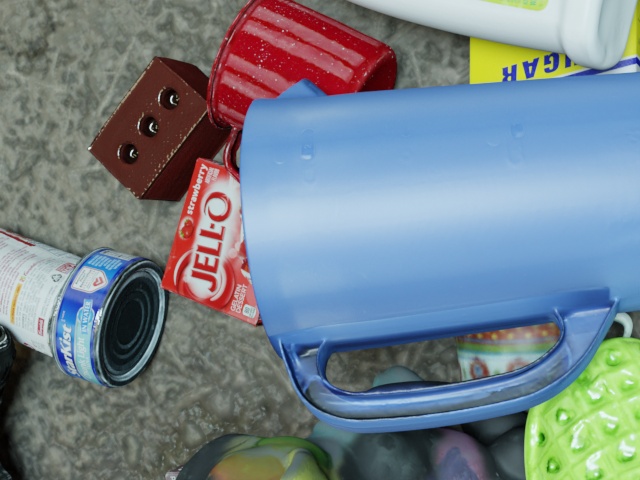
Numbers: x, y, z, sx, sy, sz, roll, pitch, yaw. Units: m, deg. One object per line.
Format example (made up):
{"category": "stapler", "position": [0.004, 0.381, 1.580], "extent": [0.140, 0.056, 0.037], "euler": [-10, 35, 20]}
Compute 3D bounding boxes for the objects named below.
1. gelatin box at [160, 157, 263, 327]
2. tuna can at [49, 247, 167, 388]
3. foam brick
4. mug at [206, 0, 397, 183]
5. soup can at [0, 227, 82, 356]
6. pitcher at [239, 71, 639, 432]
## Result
{"category": "gelatin box", "position": [-0.054, 0.001, 0.675], "extent": [0.073, 0.030, 0.089], "euler": [20, 97, 21]}
{"category": "tuna can", "position": [-0.132, 0.049, 0.676], "extent": [0.034, 0.086, 0.086], "euler": [13, 94, 20]}
{"category": "foam brick", "position": [-0.097, -0.070, 0.681], "extent": [0.053, 0.051, 0.078], "euler": [43, 104, 17]}
{"category": "mug", "position": [-0.013, -0.081, 0.626], "extent": [0.081, 0.093, 0.117], "euler": [28, 89, 15]}
{"category": "soup can", "position": [-0.198, 0.033, 0.713], "extent": [0.102, 0.068, 0.068], "euler": [19, 96, 20]}
{"category": "pitcher", "position": [0.089, -0.007, 0.514], "extent": [0.243, 0.145, 0.149], "euler": [-6, 109, 11]}
